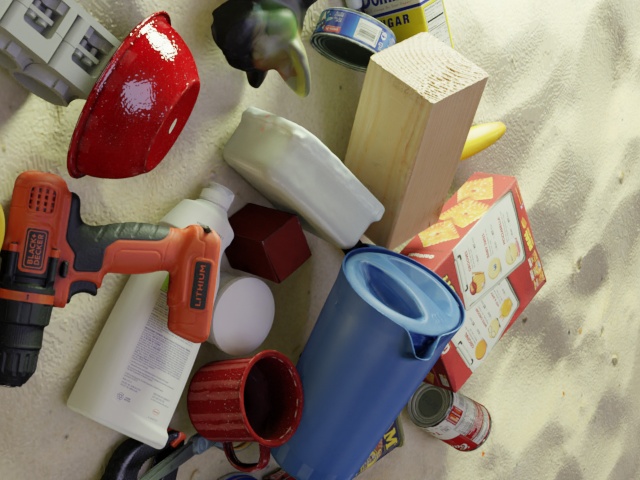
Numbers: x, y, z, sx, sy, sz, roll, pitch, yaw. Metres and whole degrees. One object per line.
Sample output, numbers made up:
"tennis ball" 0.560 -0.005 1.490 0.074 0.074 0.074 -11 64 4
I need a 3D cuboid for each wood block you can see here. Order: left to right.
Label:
"wood block" 0.090 -0.101 1.124 0.090 0.090 0.206 -31 149 -36

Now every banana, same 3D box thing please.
"banana" 0.149 -0.113 1.262 0.197 0.070 0.037 -8 68 -51

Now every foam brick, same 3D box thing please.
"foam brick" -0.057 0.001 1.076 0.051 0.078 0.053 -39 125 -29

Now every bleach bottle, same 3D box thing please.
"bleach bottle" -0.143 0.064 1.020 0.102 0.068 0.250 37 73 -42

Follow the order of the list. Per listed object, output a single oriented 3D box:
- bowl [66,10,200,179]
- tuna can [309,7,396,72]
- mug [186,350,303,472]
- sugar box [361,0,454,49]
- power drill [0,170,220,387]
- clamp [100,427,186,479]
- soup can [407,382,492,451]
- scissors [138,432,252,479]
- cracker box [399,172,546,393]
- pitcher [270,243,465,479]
"bowl" -0.148 -0.110 0.904 0.162 0.055 0.162 -60 179 -3
"tuna can" 0.034 -0.207 1.104 0.086 0.086 0.034 30 78 -45
"mug" -0.075 0.169 1.051 0.093 0.082 0.117 -2 84 -52
"sugar box" 0.095 -0.221 1.156 0.048 0.093 0.176 -40 125 -31
"power drill" -0.187 0.043 0.928 0.187 0.057 0.184 9 89 -24
"clamp" -0.198 0.245 1.030 0.171 0.039 0.120 -60 138 -23
"soup can" 0.165 0.222 1.360 0.102 0.069 0.068 36 75 -43
"scissors" -0.119 0.185 1.076 0.201 0.016 0.096 1 91 -60
"cracker box" 0.171 0.046 1.267 0.213 0.072 0.164 -44 127 -31
"pitcher" 0.034 0.130 1.103 0.149 0.145 0.243 -33 154 -59
